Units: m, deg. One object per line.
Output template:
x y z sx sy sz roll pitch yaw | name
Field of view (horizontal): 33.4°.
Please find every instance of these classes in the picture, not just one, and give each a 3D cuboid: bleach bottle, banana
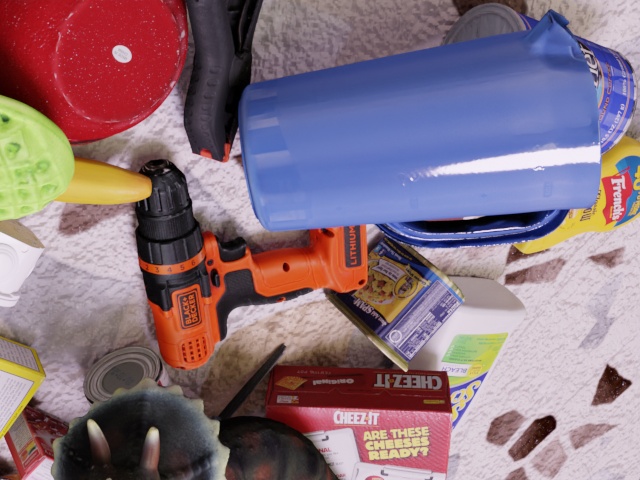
0.109 0.158 1.049 0.102 0.068 0.251 4 117 -31 | bleach bottle
-0.212 -0.052 0.725 0.197 0.070 0.037 16 80 -42 | banana

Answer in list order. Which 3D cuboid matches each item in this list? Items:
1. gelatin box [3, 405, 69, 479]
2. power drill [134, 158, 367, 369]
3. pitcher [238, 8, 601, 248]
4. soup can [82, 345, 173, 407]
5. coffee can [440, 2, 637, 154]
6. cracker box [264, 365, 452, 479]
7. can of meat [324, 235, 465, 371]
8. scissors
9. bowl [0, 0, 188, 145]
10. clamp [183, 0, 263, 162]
-0.208 0.176 0.857 0.030 0.073 0.089 -47 131 2 | gelatin box
-0.056 0.001 0.859 0.187 0.057 0.184 -17 125 -20 | power drill
0.071 -0.065 0.765 0.243 0.145 0.149 -8 87 4 | pitcher
-0.147 0.146 0.880 0.068 0.069 0.102 -28 128 -15 | soup can
0.179 -0.129 0.891 0.140 0.103 0.103 10 111 -36 | coffee can
0.033 0.219 0.994 0.164 0.072 0.214 2 121 2 | cracker box
0.066 0.050 0.932 0.084 0.102 0.057 -48 130 -1 | can of meat
-0.095 0.176 0.921 0.202 0.096 0.016 -44 110 2 | scissors
-0.146 -0.130 0.709 0.161 0.055 0.162 -21 127 -31 | bowl
-0.072 -0.128 0.748 0.120 0.039 0.171 -40 145 -59 | clamp
